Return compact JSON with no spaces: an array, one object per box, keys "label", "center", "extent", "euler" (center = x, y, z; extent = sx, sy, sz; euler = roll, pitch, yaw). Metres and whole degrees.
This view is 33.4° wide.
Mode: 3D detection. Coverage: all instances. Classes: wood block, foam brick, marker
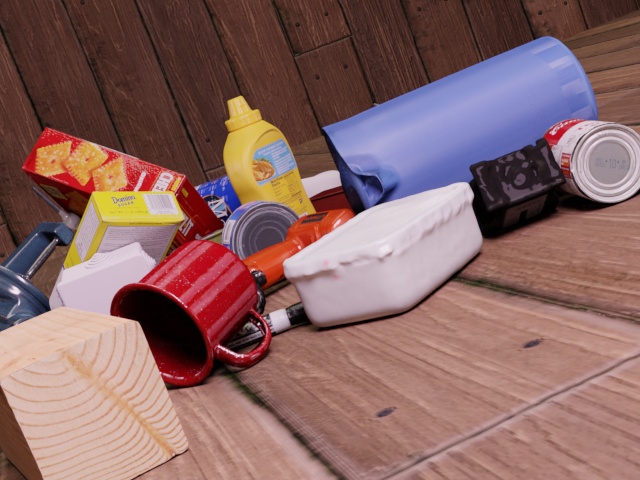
[{"label":"wood block","center":[-0.175,0.105,0.726],"extent":[0.090,0.091,0.206],"euler":[-25,9,-24]},{"label":"foam brick","center":[0.028,-0.037,1.255],"extent":[0.078,0.051,0.052],"euler":[-14,10,37]},{"label":"marker","center":[-0.056,0.074,0.872],"extent":[0.121,0.020,0.020],"euler":[-21,8,1]}]

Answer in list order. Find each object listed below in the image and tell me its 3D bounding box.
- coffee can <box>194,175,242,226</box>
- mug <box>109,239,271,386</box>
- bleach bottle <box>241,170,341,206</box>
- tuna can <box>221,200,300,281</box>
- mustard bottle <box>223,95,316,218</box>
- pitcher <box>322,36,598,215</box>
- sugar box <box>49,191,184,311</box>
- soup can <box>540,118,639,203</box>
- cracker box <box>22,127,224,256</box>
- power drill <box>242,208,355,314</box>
[{"label":"coffee can","center":[-0.132,-0.032,1.434],"extent":[0.140,0.103,0.102],"euler":[-18,9,21]},{"label":"mug","center":[-0.091,0.057,0.823],"extent":[0.117,0.093,0.081],"euler":[26,41,16]},{"label":"bleach bottle","center":[-0.022,-0.048,1.404],"extent":[0.103,0.068,0.250],"euler":[-27,1,18]},{"label":"tuna can","center":[-0.057,0.001,1.107],"extent":[0.086,0.086,0.034],"euler":[-24,11,-20]},{"label":"mustard bottle","center":[-0.062,-0.070,1.204],"extent":[0.058,0.191,0.096],"euler":[-14,11,38]},{"label":"pitcher","center":[0.132,-0.097,1.023],"extent":[0.243,0.145,0.149],"euler":[-26,48,-1]},{"label":"sugar box","center":[-0.217,0.022,1.124],"extent":[0.093,0.048,0.176],"euler":[-1,-38,-35]},{"label":"soup can","center":[0.231,-0.069,0.915],"extent":[0.068,0.068,0.102],"euler":[-21,9,-1]},{"label":"cracker box","center":[-0.240,-0.048,1.331],"extent":[0.214,0.072,0.164],"euler":[21,-17,24]},{"label":"power drill","center":[-0.049,0.030,1.003],"extent":[0.187,0.057,0.185],"euler":[-26,10,-29]}]
